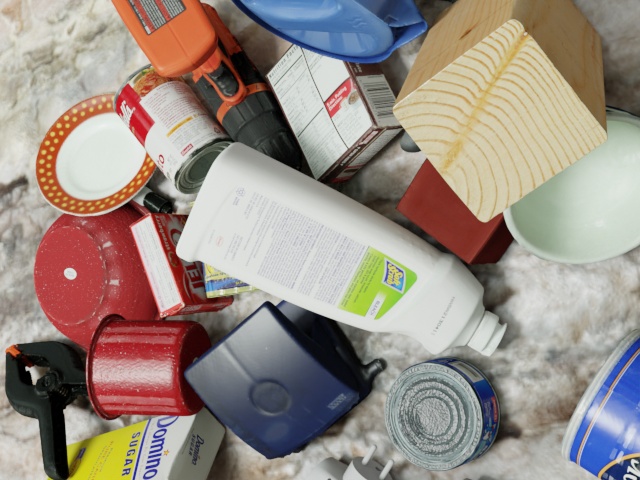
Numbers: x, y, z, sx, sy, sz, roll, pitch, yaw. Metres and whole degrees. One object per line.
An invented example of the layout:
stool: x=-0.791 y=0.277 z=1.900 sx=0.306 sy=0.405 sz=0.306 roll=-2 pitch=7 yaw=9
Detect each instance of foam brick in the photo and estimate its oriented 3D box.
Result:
foam brick: x=0.109 y=-0.023 z=0.807 sx=0.078 sy=0.052 sz=0.051 roll=39 pitch=109 yaw=26

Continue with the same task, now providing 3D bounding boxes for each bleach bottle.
bleach bottle: x=0.021 y=0.023 z=0.820 sx=0.251 sy=0.068 sz=0.103 roll=28 pitch=116 yaw=4

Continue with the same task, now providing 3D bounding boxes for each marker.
marker: x=-0.184 y=-0.053 z=1.005 sx=0.121 sy=0.020 sz=0.020 roll=31 pitch=106 yaw=27

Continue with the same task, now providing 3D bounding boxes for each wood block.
wood block: x=0.120 y=-0.109 z=0.685 sx=0.091 sy=0.206 sz=0.090 roll=-35 pitch=103 yaw=26

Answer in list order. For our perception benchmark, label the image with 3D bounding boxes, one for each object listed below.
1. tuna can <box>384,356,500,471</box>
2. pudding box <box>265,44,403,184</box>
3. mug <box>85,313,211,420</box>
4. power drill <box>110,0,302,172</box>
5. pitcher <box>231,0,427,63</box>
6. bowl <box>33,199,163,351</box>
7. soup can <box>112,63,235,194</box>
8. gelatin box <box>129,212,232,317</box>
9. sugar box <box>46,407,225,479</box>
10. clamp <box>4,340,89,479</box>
tuna can: x=0.094 y=0.135 z=0.829 sx=0.086 sy=0.033 sz=0.086 roll=0 pitch=91 yaw=31
pudding box: x=0.011 y=-0.115 z=0.859 sx=0.090 sy=0.039 sz=0.113 roll=-42 pitch=64 yaw=46
mug: x=-0.140 y=0.114 z=0.928 sx=0.082 sy=0.117 sz=0.093 roll=-1 pitch=64 yaw=17
power drill: x=-0.088 y=-0.138 z=0.851 sx=0.057 sy=0.187 sz=0.184 roll=-35 pitch=73 yaw=4
pitcher: x=0.023 y=-0.266 z=0.779 sx=0.145 sy=0.149 sz=0.243 roll=4 pitch=70 yaw=59
bowl: x=-0.218 y=0.032 z=1.006 sx=0.162 sy=0.055 sz=0.162 roll=0 pitch=90 yaw=31
soup can: x=-0.127 y=-0.099 z=0.941 sx=0.069 sy=0.068 sz=0.102 roll=-48 pitch=68 yaw=22
gelatin box: x=-0.121 y=0.021 z=0.935 sx=0.030 sy=0.073 sz=0.089 roll=-29 pitch=76 yaw=27
sugar box: x=-0.176 y=0.210 z=0.959 sx=0.176 sy=0.093 sz=0.048 roll=-24 pitch=117 yaw=30
clamp: x=-0.241 y=0.139 z=1.016 sx=0.120 sy=0.039 sz=0.172 roll=-37 pitch=48 yaw=-14
